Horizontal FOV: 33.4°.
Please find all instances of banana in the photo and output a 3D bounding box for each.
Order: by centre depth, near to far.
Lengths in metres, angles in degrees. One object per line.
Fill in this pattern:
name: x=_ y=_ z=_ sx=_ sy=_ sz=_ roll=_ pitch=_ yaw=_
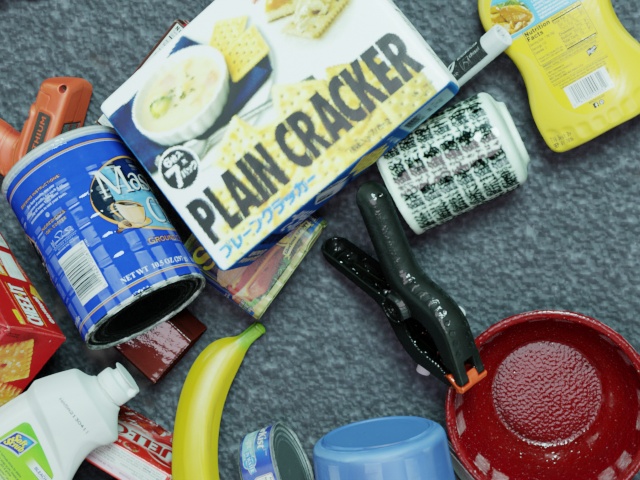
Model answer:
banana: x=-0.091 y=0.158 z=0.865 sx=0.070 sy=0.037 sz=0.197 roll=-22 pitch=50 yaw=42

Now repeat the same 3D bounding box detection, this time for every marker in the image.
marker: x=0.097 y=-0.121 z=0.818 sx=0.020 sy=0.020 sz=0.121 roll=50 pitch=128 yaw=-1

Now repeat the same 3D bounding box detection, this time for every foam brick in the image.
foam brick: x=-0.144 y=0.071 z=0.893 sx=0.078 sy=0.053 sz=0.051 roll=43 pitch=103 yaw=1

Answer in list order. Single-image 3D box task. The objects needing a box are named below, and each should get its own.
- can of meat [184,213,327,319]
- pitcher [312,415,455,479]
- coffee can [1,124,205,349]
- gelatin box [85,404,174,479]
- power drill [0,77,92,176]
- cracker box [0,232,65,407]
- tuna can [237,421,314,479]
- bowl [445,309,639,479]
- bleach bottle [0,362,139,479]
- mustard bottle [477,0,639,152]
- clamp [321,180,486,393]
can of meat: x=-0.056 y=0.001 z=0.867 sx=0.084 sy=0.057 sz=0.102 roll=36 pitch=102 yaw=0
pitcher: x=0.055 y=0.272 z=0.848 sx=0.145 sy=0.149 sz=0.243 roll=-8 pitch=94 yaw=10
coffee can: x=-0.166 y=-0.002 z=0.819 sx=0.103 sy=0.102 sz=0.140 roll=-35 pitch=77 yaw=12
gelatin box: x=-0.157 y=0.175 z=0.901 sx=0.089 sy=0.073 sz=0.030 roll=29 pitch=102 yaw=4
power drill: x=-0.289 y=-0.128 z=0.886 sx=0.188 sy=0.057 sz=0.184 roll=21 pitch=105 yaw=8
cracker box: x=-0.328 y=0.097 z=0.883 sx=0.214 sy=0.072 sz=0.164 roll=-48 pitch=57 yaw=12
tuna can: x=-0.034 y=0.195 z=0.878 sx=0.034 sy=0.086 sz=0.086 roll=-22 pitch=94 yaw=13
bowl: x=0.181 y=0.129 z=0.847 sx=0.162 sy=0.055 sz=0.162 roll=1 pitch=99 yaw=9
bleach bottle: x=-0.246 y=0.190 z=0.834 sx=0.251 sy=0.068 sz=0.102 roll=-37 pitch=104 yaw=-4
mustard bottle: x=0.173 y=-0.170 z=0.801 sx=0.096 sy=0.058 sz=0.191 roll=-28 pitch=93 yaw=20
clamp: x=0.061 y=0.043 z=0.825 sx=0.039 sy=0.120 sz=0.171 roll=-29 pitch=86 yaw=-19
